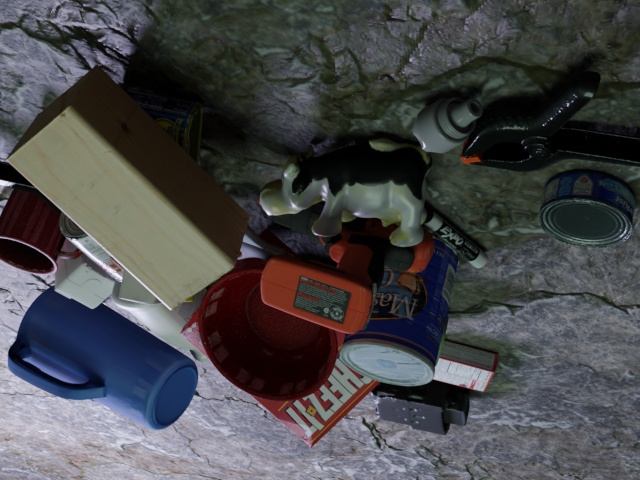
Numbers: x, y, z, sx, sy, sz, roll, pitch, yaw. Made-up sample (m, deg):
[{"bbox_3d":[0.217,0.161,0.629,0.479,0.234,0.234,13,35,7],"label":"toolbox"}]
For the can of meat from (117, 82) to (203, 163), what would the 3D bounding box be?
[{"bbox_3d":[-0.163,-0.095,1.043,0.084,0.057,0.102,12,126,3],"label":"can of meat"}]

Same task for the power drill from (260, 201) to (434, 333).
[{"bbox_3d":[0.008,0.011,1.054,0.184,0.187,0.057,17,118,12],"label":"power drill"}]

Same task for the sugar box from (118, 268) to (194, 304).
[{"bbox_3d":[-0.171,0.022,1.183,0.048,0.093,0.176,10,180,5],"label":"sugar box"}]

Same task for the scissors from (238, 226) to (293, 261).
[{"bbox_3d":[-0.057,0.001,1.126,0.202,0.016,0.096,12,144,28],"label":"scissors"}]

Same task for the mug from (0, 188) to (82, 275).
[{"bbox_3d":[-0.338,-0.013,1.295,0.117,0.081,0.093,13,153,6],"label":"mug"}]

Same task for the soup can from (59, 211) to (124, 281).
[{"bbox_3d":[-0.240,-0.006,1.210,0.069,0.068,0.102,1,151,28],"label":"soup can"}]

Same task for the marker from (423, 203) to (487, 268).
[{"bbox_3d":[0.132,-0.008,1.110,0.020,0.020,0.121,-14,140,45],"label":"marker"}]

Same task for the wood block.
[{"bbox_3d":[-0.172,-0.047,0.987,0.090,0.090,0.206,-34,113,26],"label":"wood block"}]

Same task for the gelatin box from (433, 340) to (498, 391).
[{"bbox_3d":[0.182,0.162,1.391,0.089,0.030,0.073,14,152,5],"label":"gelatin box"}]

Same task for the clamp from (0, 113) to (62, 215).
[{"bbox_3d":[-0.289,-0.068,1.213,0.209,0.036,0.165,31,144,-34],"label":"clamp"}]

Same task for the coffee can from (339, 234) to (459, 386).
[{"bbox_3d":[0.087,0.072,1.152,0.103,0.140,0.103,13,153,7],"label":"coffee can"}]

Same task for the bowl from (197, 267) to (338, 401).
[{"bbox_3d":[-0.050,0.093,1.164,0.162,0.055,0.162,8,116,17],"label":"bowl"}]

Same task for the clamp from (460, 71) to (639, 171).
[{"bbox_3d":[0.199,-0.086,0.906,0.120,0.039,0.172,37,153,-26],"label":"clamp"}]

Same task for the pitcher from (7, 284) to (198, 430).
[{"bbox_3d":[-0.298,0.168,1.468,0.243,0.149,0.145,24,166,26],"label":"pitcher"}]

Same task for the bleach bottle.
[{"bbox_3d":[-0.180,0.098,1.393,0.068,0.102,0.250,4,151,22],"label":"bleach bottle"}]

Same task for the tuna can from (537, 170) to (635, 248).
[{"bbox_3d":[0.247,-0.028,0.990,0.086,0.033,0.086,13,153,7],"label":"tuna can"}]

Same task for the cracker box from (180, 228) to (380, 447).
[{"bbox_3d":[-0.037,0.117,1.246,0.213,0.072,0.164,41,124,0],"label":"cracker box"}]
